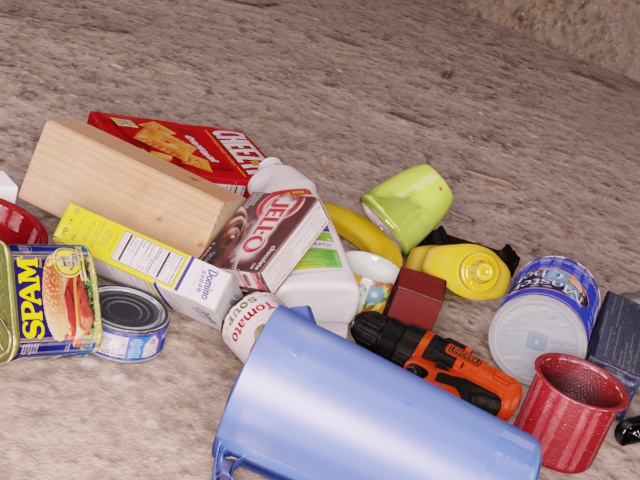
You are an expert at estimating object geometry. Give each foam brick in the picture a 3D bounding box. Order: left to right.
[{"bbox_3d":[0.093,0.076,1.115,0.051,0.078,0.053,20,24,2],"label":"foam brick"}]

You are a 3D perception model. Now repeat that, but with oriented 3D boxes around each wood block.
[{"bbox_3d":[-0.197,-0.046,1.126,0.206,0.090,0.090,25,10,8],"label":"wood block"}]

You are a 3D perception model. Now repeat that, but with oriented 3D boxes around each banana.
[{"bbox_3d":[0.052,0.002,1.299,0.069,0.037,0.198,6,26,-27],"label":"banana"}]

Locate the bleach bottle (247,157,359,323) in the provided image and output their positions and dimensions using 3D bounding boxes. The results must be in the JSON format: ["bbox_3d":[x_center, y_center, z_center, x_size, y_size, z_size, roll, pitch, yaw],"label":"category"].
[{"bbox_3d":[-0.036,-0.009,1.160,0.102,0.068,0.251,-1,39,-17],"label":"bleach bottle"}]

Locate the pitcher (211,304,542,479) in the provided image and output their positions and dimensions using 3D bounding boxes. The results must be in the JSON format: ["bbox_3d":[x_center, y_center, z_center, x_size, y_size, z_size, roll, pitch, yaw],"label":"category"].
[{"bbox_3d":[0.040,0.166,0.840,0.243,0.149,0.145,24,9,6],"label":"pitcher"}]

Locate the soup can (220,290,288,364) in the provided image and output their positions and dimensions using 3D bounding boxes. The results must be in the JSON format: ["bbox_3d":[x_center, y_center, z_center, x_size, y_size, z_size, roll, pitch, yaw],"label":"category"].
[{"bbox_3d":[-0.038,0.100,0.979,0.068,0.068,0.102,-3,32,-39],"label":"soup can"}]

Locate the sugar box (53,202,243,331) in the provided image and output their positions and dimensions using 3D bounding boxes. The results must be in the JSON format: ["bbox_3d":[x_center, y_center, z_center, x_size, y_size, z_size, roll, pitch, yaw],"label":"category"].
[{"bbox_3d":[-0.163,0.028,1.026,0.176,0.048,0.093,21,-16,10],"label":"sugar box"}]

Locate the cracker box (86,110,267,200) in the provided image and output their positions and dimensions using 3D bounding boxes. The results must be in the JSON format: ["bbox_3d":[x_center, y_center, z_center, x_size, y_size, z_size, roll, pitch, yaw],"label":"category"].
[{"bbox_3d":[-0.164,-0.086,1.296,0.213,0.072,0.164,3,28,-31],"label":"cracker box"}]

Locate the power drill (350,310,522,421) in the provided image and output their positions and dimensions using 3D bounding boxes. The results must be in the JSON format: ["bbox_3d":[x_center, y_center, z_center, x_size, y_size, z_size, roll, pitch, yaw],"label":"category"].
[{"bbox_3d":[0.087,0.137,1.000,0.184,0.057,0.187,25,24,16],"label":"power drill"}]

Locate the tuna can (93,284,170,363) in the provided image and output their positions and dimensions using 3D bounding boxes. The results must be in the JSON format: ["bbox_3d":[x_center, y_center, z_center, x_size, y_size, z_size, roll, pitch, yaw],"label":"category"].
[{"bbox_3d":[-0.182,0.075,0.976,0.086,0.034,0.086,15,24,-7],"label":"tuna can"}]

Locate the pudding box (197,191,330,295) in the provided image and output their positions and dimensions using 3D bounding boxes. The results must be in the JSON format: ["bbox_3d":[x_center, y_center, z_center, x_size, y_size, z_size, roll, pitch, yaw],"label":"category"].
[{"bbox_3d":[-0.057,0.001,1.065,0.090,0.039,0.113,6,49,40],"label":"pudding box"}]

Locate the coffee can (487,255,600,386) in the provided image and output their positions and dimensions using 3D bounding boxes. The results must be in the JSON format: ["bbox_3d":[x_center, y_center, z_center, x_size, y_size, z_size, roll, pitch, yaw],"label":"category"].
[{"bbox_3d":[0.248,0.086,1.170,0.103,0.103,0.140,23,24,12],"label":"coffee can"}]

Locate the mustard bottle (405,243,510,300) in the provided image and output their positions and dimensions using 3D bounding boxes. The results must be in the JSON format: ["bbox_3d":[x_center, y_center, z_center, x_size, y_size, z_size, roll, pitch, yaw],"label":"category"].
[{"bbox_3d":[0.157,0.035,1.179,0.096,0.058,0.192,20,-3,-5],"label":"mustard bottle"}]

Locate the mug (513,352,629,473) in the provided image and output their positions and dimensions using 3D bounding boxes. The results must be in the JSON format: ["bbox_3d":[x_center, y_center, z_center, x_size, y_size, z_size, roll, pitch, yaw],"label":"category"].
[{"bbox_3d":[0.236,0.162,1.022,0.093,0.081,0.117,22,24,10],"label":"mug"}]

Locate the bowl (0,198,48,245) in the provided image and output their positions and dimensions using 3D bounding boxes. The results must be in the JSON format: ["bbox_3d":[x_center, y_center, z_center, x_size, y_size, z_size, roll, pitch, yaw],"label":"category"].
[{"bbox_3d":[-0.337,0.010,0.983,0.162,0.055,0.162,15,24,-7],"label":"bowl"}]

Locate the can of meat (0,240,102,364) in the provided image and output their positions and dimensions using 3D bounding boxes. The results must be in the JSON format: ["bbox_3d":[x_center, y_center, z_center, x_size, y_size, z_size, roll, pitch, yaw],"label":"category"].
[{"bbox_3d":[-0.238,0.053,0.910,0.083,0.102,0.058,1,-14,-41],"label":"can of meat"}]
